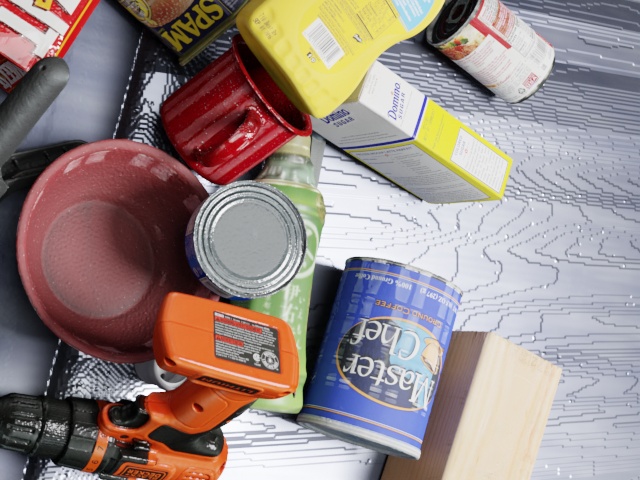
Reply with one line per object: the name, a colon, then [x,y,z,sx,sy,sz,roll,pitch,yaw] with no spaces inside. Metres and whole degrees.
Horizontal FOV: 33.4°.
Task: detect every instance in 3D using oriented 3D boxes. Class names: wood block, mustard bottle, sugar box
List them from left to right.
mustard bottle: [0.037,-0.184,0.776,0.191,0.058,0.096,-42,115,-7]
sugar box: [0.068,-0.087,0.885,0.176,0.094,0.048,32,69,-35]
wood block: [0.119,0.189,0.913,0.090,0.091,0.206,28,74,-26]

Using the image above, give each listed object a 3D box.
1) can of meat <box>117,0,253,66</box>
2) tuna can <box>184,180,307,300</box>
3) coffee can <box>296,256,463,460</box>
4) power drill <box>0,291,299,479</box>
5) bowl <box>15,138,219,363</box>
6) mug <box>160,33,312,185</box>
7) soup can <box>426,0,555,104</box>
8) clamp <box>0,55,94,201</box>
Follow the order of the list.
can of meat: [-0.101,-0.192,0.799,0.084,0.102,0.057,42,52,-19]
tuna can: [-0.055,0.001,0.779,0.086,0.034,0.086,3,82,-20]
coffee can: [0.049,0.096,0.870,0.102,0.103,0.140,24,75,-27]
power drill: [-0.116,0.107,0.730,0.184,0.188,0.057,16,50,-30]
bowl: [-0.151,0.010,0.778,0.161,0.055,0.162,7,78,-34]
mug: [-0.066,-0.089,0.799,0.082,0.117,0.093,-34,116,18]
soup can: [0.156,-0.179,0.971,0.102,0.069,0.068,32,71,-26]
clamp: [-0.227,-0.045,0.736,0.171,0.120,0.039,-38,63,-8]
